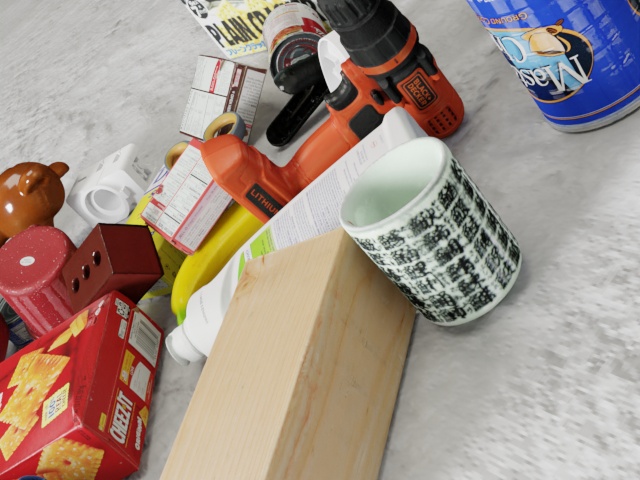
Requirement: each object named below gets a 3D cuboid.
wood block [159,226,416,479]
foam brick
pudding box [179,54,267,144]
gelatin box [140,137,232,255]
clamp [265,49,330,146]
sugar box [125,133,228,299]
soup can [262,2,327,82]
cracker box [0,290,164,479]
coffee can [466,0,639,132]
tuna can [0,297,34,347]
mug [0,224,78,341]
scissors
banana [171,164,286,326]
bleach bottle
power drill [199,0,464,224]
[{"bbox_3d":[-0.016,0.103,0.655,0.091,0.090,0.206,-20,35,34],"label":"wood block"},{"bbox_3d":[-0.180,0.027,0.919,0.078,0.051,0.053,-45,57,39],"label":"foam brick"},{"bbox_3d":[-0.104,-0.144,1.116,0.114,0.039,0.090,26,104,61],"label":"pudding box"},{"bbox_3d":[-0.110,-0.038,0.925,0.089,0.030,0.073,-56,36,-2],"label":"gelatin box"},{"bbox_3d":[0.008,-0.160,1.018,0.171,0.039,0.120,-40,-7,-28],"label":"clamp"},{"bbox_3d":[-0.142,-0.022,1.025,0.094,0.048,0.176,-14,41,40],"label":"sugar box"},{"bbox_3d":[-0.023,-0.198,1.098,0.068,0.068,0.102,-35,29,12],"label":"soup can"},{"bbox_3d":[-0.236,0.154,0.872,0.214,0.072,0.164,-31,30,20],"label":"cracker box"},{"bbox_3d":[0.167,-0.160,0.735,0.103,0.140,0.103,-30,31,20],"label":"coffee can"},{"bbox_3d":[-0.298,0.067,1.106,0.086,0.033,0.086,-30,31,20],"label":"tuna can"},{"bbox_3d":[-0.261,0.031,1.022,0.093,0.081,0.117,-21,48,4],"label":"mug"},{"bbox_3d":[-0.079,-0.076,0.973,0.096,0.016,0.202,-48,33,-16],"label":"scissors"},{"bbox_3d":[-0.071,0.001,0.918,0.070,0.037,0.197,14,60,46],"label":"banana"},{"bbox_3d":[-0.015,0.010,0.808,0.251,0.068,0.102,-36,34,15],"label":"bleach bottle"},{"bbox_3d":[0.002,-0.098,0.815,0.188,0.184,0.057,-37,43,11],"label":"power drill"}]
